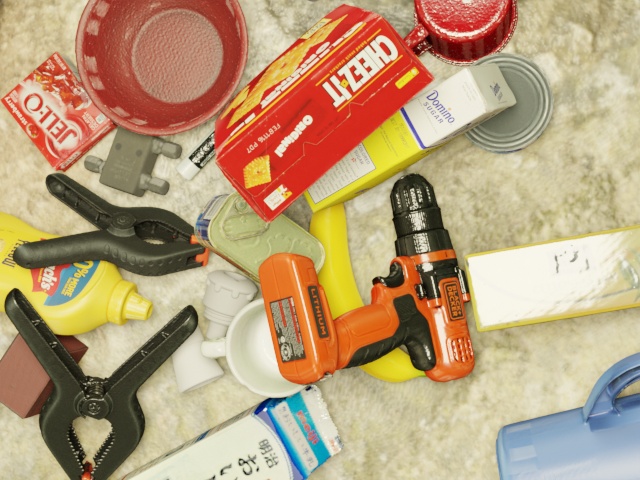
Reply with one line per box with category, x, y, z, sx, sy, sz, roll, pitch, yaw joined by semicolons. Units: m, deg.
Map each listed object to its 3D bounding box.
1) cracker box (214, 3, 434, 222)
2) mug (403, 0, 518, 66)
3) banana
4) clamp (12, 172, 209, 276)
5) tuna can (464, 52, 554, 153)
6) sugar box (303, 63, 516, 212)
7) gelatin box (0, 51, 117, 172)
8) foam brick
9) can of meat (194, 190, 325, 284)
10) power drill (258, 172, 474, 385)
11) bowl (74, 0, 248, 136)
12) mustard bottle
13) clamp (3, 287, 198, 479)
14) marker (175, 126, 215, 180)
cracker box;-0.009;-0.113;0.868;0.164;0.214;0.072;-41;104;5
mug;0.114;-0.196;0.919;0.117;0.081;0.093;-35;84;7
banana;0.031;0.052;0.956;0.069;0.037;0.198;-29;87;-21
clamp;-0.186;-0.013;0.974;0.171;0.039;0.120;7;47;-12
tuna can;0.160;-0.119;0.934;0.086;0.033;0.086;0;89;10
sugar box;0.071;-0.085;0.896;0.176;0.093;0.048;-27;89;27
gelatin box;-0.245;-0.121;1.007;0.073;0.030;0.089;-39;83;7
foam brick;-0.266;0.119;0.996;0.051;0.053;0.078;35;94;9
can of meat;-0.056;0.001;0.928;0.102;0.084;0.057;36;82;-16
power drill;0.043;0.038;0.889;0.057;0.187;0.184;-24;77;54
bowl;-0.139;-0.173;0.976;0.162;0.055;0.162;0;89;10
mustard bottle;-0.245;0.037;0.978;0.192;0.058;0.096;17;49;9
clamp;-0.192;0.136;0.956;0.164;0.036;0.210;1;116;-5
marker;-0.086;-0.104;0.984;0.121;0.020;0.020;-45;83;7
